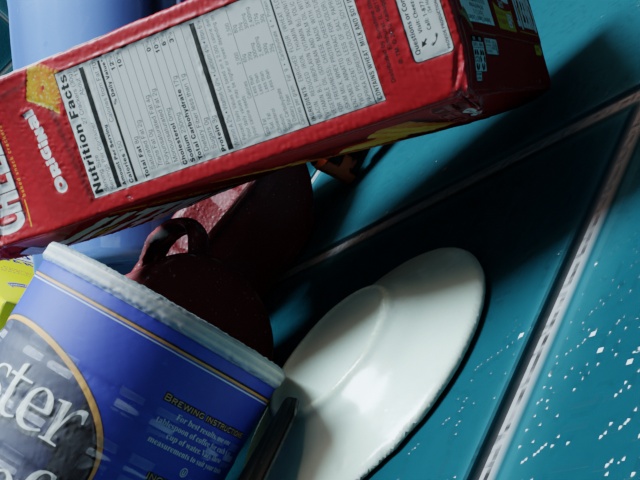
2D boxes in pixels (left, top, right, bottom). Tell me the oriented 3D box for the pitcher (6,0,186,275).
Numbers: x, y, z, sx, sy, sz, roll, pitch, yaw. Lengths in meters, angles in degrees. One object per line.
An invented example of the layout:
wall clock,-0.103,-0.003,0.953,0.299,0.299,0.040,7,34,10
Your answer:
pitcher,-0.150,-0.090,0.769,0.149,0.145,0.243,122,143,-72

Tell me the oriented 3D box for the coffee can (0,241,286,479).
coffee can,-0.091,0.086,0.396,0.140,0.102,0.103,-61,17,-9

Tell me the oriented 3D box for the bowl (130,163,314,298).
bowl,-0.054,0.001,0.643,0.162,0.055,0.162,-45,15,15

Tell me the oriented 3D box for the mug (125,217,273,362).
mug,-0.075,0.043,0.517,0.082,0.093,0.117,-24,51,47

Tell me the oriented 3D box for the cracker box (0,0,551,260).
cracker box,-0.024,-0.059,0.449,0.214,0.072,0.164,-17,2,22
